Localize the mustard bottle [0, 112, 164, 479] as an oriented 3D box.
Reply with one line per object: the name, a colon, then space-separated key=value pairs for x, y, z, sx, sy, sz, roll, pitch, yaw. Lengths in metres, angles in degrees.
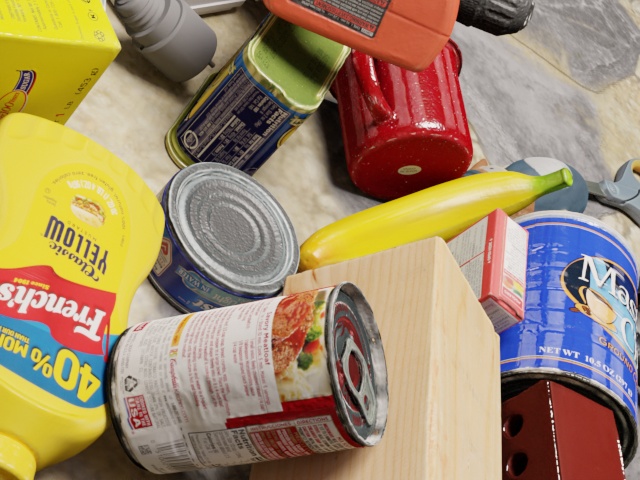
mustard bottle: x=-0.125 y=0.037 z=0.454 sx=0.096 sy=0.058 sz=0.191 roll=38 pitch=39 yaw=-30

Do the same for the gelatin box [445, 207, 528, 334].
gelatin box: x=0.080 y=0.033 z=0.628 sx=0.030 sy=0.089 sz=0.073 roll=37 pitch=40 yaw=-19

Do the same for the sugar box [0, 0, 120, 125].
sugar box: x=-0.187 y=-0.078 z=0.468 sx=0.175 sy=0.093 sz=0.048 roll=-7 pitch=63 yaw=-45

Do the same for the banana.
banana: x=0.060 y=-0.013 z=0.657 sx=0.197 sy=0.070 sz=0.037 roll=-20 pitch=80 yaw=-26

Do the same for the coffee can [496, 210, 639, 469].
coffee can: x=0.140 y=0.064 z=0.647 sx=0.102 sy=0.103 sz=0.140 roll=36 pitch=40 yaw=-15

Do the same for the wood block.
wood block: x=0.028 y=0.110 z=0.493 sx=0.090 sy=0.091 sz=0.206 roll=55 pitch=29 yaw=-36

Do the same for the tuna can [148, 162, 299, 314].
tuna can: x=-0.054 y=0.001 z=0.573 sx=0.086 sy=0.034 sz=0.086 roll=25 pitch=44 yaw=-27

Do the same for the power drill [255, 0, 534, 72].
power drill: x=0.045 y=-0.156 z=0.639 sx=0.184 sy=0.057 sz=0.187 roll=22 pitch=23 yaw=-1

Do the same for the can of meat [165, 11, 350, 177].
can of meat: x=-0.034 y=-0.087 z=0.626 sx=0.057 sy=0.084 sz=0.102 roll=38 pitch=39 yaw=-12

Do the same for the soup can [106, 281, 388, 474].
soup can: x=-0.030 y=0.060 z=0.452 sx=0.068 sy=0.102 sz=0.068 roll=-12 pitch=90 yaw=-71

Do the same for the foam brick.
foam brick: x=0.115 y=0.119 z=0.531 sx=0.051 sy=0.053 sz=0.078 roll=27 pitch=43 yaw=-26

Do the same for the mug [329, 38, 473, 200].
mug: x=0.050 y=-0.085 z=0.691 sx=0.117 sy=0.093 sz=0.081 roll=48 pitch=30 yaw=-55
